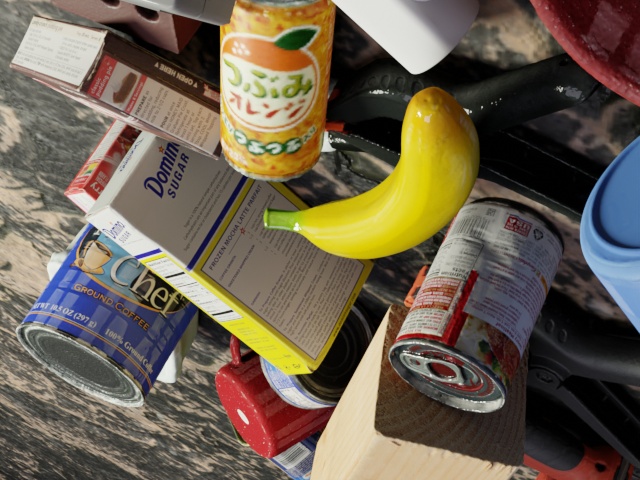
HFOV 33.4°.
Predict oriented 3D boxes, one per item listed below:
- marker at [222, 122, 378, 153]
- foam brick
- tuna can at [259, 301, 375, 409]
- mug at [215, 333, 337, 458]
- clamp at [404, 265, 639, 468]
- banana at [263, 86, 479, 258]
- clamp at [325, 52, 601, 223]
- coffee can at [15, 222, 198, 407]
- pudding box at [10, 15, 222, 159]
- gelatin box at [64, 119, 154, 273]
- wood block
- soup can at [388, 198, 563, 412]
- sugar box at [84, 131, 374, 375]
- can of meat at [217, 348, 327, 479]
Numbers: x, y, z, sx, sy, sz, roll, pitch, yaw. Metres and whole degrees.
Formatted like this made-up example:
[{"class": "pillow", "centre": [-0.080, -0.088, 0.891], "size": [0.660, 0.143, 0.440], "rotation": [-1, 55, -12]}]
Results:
[{"class": "marker", "centre": [-0.016, -0.061, 0.626], "size": [0.121, 0.020, 0.020], "rotation": [4, 144, 40]}, {"class": "foam brick", "centre": [-0.093, -0.138, 0.531], "size": [0.078, 0.051, 0.053], "rotation": [22, 153, 12]}, {"class": "tuna can", "centre": [0.000, 0.079, 0.780], "size": [0.086, 0.086, 0.034], "rotation": [40, 149, -21]}, {"class": "mug", "centre": [-0.033, 0.107, 0.836], "size": [0.093, 0.081, 0.117], "rotation": [17, 132, 59]}, {"class": "clamp", "centre": [0.154, 0.080, 0.688], "size": [0.210, 0.036, 0.164], "rotation": [23, 152, 15]}, {"class": "banana", "centre": [0.035, -0.022, 0.528], "size": [0.069, 0.037, 0.198], "rotation": [7, 162, -22]}, {"class": "clamp", "centre": [0.072, -0.060, 0.522], "size": [0.172, 0.039, 0.120], "rotation": [16, 149, 24]}, {"class": "coffee can", "centre": [-0.137, 0.034, 0.770], "size": [0.103, 0.140, 0.103], "rotation": [22, 152, 12]}, {"class": "pudding box", "centre": [-0.110, -0.086, 0.592], "size": [0.089, 0.039, 0.114], "rotation": [24, 178, -36]}, {"class": "gelatin box", "centre": [-0.113, -0.032, 0.708], "size": [0.030, 0.073, 0.089], "rotation": [-6, 137, 49]}, {"class": "wood block", "centre": [0.056, 0.140, 0.701], "size": [0.090, 0.090, 0.206], "rotation": [15, 144, -5]}, {"class": "soup can", "centre": [0.089, 0.035, 0.601], "size": [0.068, 0.102, 0.068], "rotation": [22, 152, 12]}, {"class": "sugar box", "centre": [-0.055, 0.001, 0.689], "size": [0.176, 0.093, 0.048], "rotation": [40, 151, -19]}, {"class": "can of meat", "centre": [-0.036, 0.157, 0.943], "size": [0.083, 0.057, 0.102], "rotation": [46, -174, -35]}]
